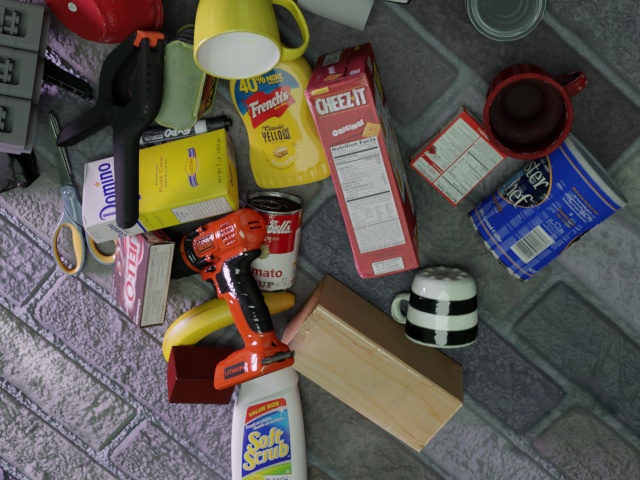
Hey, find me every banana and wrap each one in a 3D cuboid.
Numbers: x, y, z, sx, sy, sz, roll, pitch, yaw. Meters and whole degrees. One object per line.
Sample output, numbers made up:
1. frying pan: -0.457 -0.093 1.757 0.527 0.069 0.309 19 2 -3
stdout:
1. banana: -0.126 0.100 1.308 0.198 0.037 0.069 -31 134 20

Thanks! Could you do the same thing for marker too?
1. marker: -0.161 -0.127 1.230 0.121 0.020 0.020 -8 110 10

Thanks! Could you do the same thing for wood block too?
1. wood block: 0.061 0.145 1.271 0.206 0.090 0.090 35 112 -7

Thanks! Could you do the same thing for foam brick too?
1. foam brick: -0.146 0.165 1.304 0.078 0.053 0.051 5 135 -18

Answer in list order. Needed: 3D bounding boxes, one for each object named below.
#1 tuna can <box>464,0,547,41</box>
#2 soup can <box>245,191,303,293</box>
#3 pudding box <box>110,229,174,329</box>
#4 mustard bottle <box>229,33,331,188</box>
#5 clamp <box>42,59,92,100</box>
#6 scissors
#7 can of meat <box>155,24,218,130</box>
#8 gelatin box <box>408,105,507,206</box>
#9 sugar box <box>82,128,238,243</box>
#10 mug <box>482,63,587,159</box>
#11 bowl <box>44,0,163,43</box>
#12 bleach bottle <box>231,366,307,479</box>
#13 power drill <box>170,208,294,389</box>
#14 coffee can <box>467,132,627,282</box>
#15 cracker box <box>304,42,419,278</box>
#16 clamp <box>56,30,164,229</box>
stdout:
1. tuna can: 0.196 -0.255 1.130 0.086 0.033 0.086 2 111 6
2. soup can: -0.058 0.002 1.242 0.068 0.068 0.102 8 113 3
3. pudding box: -0.211 0.034 1.260 0.039 0.090 0.113 -6 118 -31
4. mustard bottle: -0.049 -0.156 1.183 0.096 0.058 0.191 -6 110 25
5. clamp: -0.338 -0.201 1.201 0.120 0.039 0.171 -28 97 -28
6. scissors: -0.281 -0.049 1.276 0.096 0.016 0.202 8 112 2
7. can of meat: -0.146 -0.179 1.173 0.057 0.084 0.102 15 112 0
8. gelatin box: 0.155 -0.095 1.199 0.073 0.030 0.089 41 110 -11
9. sugar box: -0.183 -0.062 1.217 0.176 0.093 0.048 -12 147 9
10. mug: 0.229 -0.148 1.141 0.117 0.081 0.093 -31 105 17
11. bowl: -0.244 -0.262 1.118 0.162 0.055 0.162 30 152 18
12. bleach bottle: -0.072 0.234 1.338 0.102 0.068 0.251 -3 109 6
13. power drill: -0.111 0.072 1.221 0.185 0.057 0.187 -24 82 48
14. coffee can: 0.248 -0.036 1.172 0.140 0.102 0.102 -41 102 19
15. cracker box: 0.047 -0.087 1.143 0.072 0.164 0.213 -14 109 9
16. clamp: -0.212 -0.128 1.154 0.165 0.036 0.210 53 128 26
